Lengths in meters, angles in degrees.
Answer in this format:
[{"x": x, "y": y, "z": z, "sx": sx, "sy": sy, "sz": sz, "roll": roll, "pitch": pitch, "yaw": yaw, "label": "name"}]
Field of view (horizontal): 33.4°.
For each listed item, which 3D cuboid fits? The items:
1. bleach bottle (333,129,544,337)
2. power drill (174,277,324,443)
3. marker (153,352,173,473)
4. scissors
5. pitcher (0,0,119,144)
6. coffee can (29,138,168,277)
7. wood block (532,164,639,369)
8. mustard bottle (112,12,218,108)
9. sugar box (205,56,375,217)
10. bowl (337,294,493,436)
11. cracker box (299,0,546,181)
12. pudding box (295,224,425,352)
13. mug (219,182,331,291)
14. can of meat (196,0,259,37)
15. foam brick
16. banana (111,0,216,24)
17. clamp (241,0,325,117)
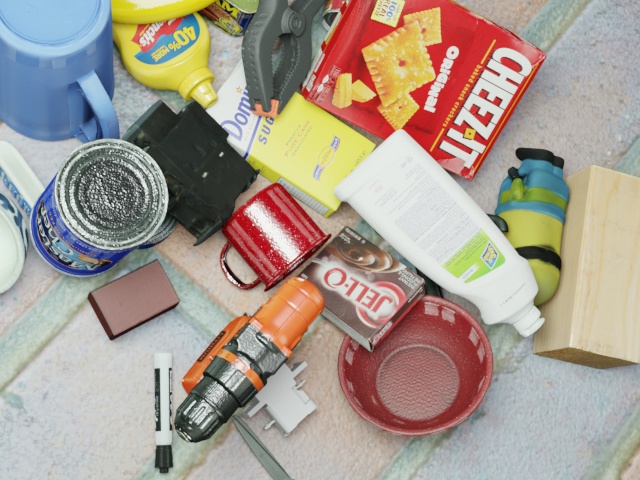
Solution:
[{"x": 0.134, "y": 0.006, "z": 1.116, "sx": 0.102, "sy": 0.068, "sz": 0.251, "roll": -42, "pitch": 93, "yaw": 6, "label": "bleach bottle"}, {"x": -0.082, "y": 0.123, "z": 1.031, "sx": 0.057, "sy": 0.188, "sz": 0.184, "roll": 45, "pitch": 70, "yaw": -4, "label": "power drill"}, {"x": -0.160, "y": 0.176, "z": 1.088, "sx": 0.020, "sy": 0.020, "sz": 0.121, "roll": 1, "pitch": 79, "yaw": -14, "label": "marker"}, {"x": -0.011, "y": 0.257, "z": 1.113, "sx": 0.096, "sy": 0.016, "sz": 0.202, "roll": -22, "pitch": 85, "yaw": -19, "label": "scissors"}, {"x": -0.252, "y": -0.180, "z": 1.017, "sx": 0.149, "sy": 0.243, "sz": 0.145, "roll": 11, "pitch": 78, "yaw": -11, "label": "pitcher"}, {"x": -0.212, "y": -0.027, "z": 1.006, "sx": 0.102, "sy": 0.140, "sz": 0.103, "roll": 5, "pitch": 76, "yaw": -23, "label": "coffee can"}, {"x": 0.310, "y": 0.033, "z": 1.200, "sx": 0.090, "sy": 0.091, "sz": 0.206, "roll": 14, "pitch": 76, "yaw": -13, "label": "wood block"}, {"x": -0.173, "y": -0.218, "z": 1.131, "sx": 0.096, "sy": 0.058, "sz": 0.191, "roll": -36, "pitch": 83, "yaw": -17, "label": "mustard bottle"}, {"x": -0.038, "y": -0.112, "z": 1.163, "sx": 0.176, "sy": 0.048, "sz": 0.093, "roll": 33, "pitch": 73, "yaw": -7, "label": "sugar box"}, {"x": 0.101, "y": 0.139, "z": 1.124, "sx": 0.162, "sy": 0.055, "sz": 0.162, "roll": -4, "pitch": 58, "yaw": 7, "label": "bowl"}, {"x": 0.109, "y": -0.183, "z": 1.153, "sx": 0.213, "sy": 0.072, "sz": 0.164, "roll": 25, "pitch": 108, "yaw": -14, "label": "cracker box"}, {"x": 0.041, "y": 0.050, "z": 1.132, "sx": 0.114, "sy": 0.039, "sz": 0.090, "roll": 35, "pitch": 69, "yaw": 26, "label": "pudding box"}, {"x": -0.057, "y": 0.001, "z": 1.121, "sx": 0.117, "sy": 0.093, "sz": 0.081, "roll": -42, "pitch": 86, "yaw": 18, "label": "mug"}, {"x": -0.107, "y": -0.275, "z": 1.157, "sx": 0.102, "sy": 0.084, "sz": 0.057, "roll": 34, "pitch": 73, "yaw": -6, "label": "can of meat"}, {"x": -0.190, "y": 0.060, "z": 1.086, "sx": 0.078, "sy": 0.053, "sz": 0.051, "roll": -27, "pitch": 87, "yaw": -18, "label": "foam brick"}, {"x": -0.164, "y": -0.256, "z": 1.085, "sx": 0.197, "sy": 0.037, "sz": 0.069, "roll": -5, "pitch": 92, "yaw": -4, "label": "banana"}, {"x": -0.031, "y": -0.234, "z": 1.127, "sx": 0.164, "sy": 0.036, "sz": 0.210, "roll": 0, "pitch": 100, "yaw": -50, "label": "clamp"}]
